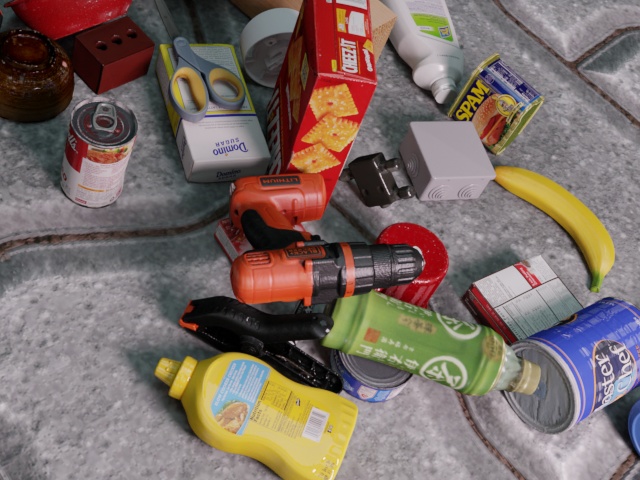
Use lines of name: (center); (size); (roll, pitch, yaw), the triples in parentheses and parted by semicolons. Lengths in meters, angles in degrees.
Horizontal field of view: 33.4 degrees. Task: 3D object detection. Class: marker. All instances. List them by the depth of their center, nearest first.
marker: (-0.019, 0.074, 1.108); (0.020, 0.020, 0.121); (27, 49, 0)

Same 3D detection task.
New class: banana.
banana: (0.294, -0.029, 1.297); (0.069, 0.037, 0.198); (-25, 66, -35)

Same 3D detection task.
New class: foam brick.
foam brick: (-0.238, -0.212, 1.223); (0.053, 0.051, 0.078); (45, 51, 15)

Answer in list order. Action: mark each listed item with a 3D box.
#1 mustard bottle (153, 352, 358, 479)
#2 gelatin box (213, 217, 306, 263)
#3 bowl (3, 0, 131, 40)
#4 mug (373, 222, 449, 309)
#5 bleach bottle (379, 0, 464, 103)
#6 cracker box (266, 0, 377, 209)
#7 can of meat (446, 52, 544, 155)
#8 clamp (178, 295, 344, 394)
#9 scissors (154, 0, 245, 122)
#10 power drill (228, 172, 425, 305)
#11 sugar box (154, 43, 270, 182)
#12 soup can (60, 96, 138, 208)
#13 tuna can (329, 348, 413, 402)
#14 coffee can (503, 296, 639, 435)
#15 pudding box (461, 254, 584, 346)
mustard bottle: (-0.066, 0.158, 0.999); (0.191, 0.058, 0.096); (25, 52, -1)
gelatin box: (-0.057, 0.001, 1.142); (0.089, 0.030, 0.073); (-19, 63, -31)
bowl: (-0.274, -0.269, 1.216); (0.161, 0.162, 0.055); (-31, 109, -36)
mug: (0.078, 0.039, 1.131); (0.117, 0.082, 0.093); (-32, 70, -37)
bleach bottle: (0.125, -0.287, 1.416); (0.102, 0.068, 0.251); (-1, 57, -22)
cracker box: (-0.005, -0.158, 1.164); (0.072, 0.214, 0.164); (8, 51, -14)
can of meat: (0.219, -0.168, 1.335); (0.084, 0.102, 0.057); (44, 51, 12)
clamp: (-0.053, 0.099, 1.033); (0.172, 0.120, 0.039); (12, 47, 28)
scissors: (-0.140, -0.216, 1.224); (0.096, 0.016, 0.202); (1, 56, -17)
power drill: (-0.009, -0.004, 1.050); (0.184, 0.057, 0.188); (-4, 28, -14)
sugar box: (-0.125, -0.148, 1.222); (0.093, 0.048, 0.176); (-5, 59, -22)
soup can: (-0.229, -0.089, 1.098); (0.068, 0.102, 0.068); (11, 51, -14)
tuna can: (0.053, 0.121, 1.090); (0.086, 0.034, 0.086); (11, 51, -14)
coffee can: (0.274, 0.130, 1.124); (0.140, 0.103, 0.103); (-21, 64, -33)
pudding box: (0.227, 0.072, 1.193); (0.113, 0.039, 0.090); (-21, 65, -31)
